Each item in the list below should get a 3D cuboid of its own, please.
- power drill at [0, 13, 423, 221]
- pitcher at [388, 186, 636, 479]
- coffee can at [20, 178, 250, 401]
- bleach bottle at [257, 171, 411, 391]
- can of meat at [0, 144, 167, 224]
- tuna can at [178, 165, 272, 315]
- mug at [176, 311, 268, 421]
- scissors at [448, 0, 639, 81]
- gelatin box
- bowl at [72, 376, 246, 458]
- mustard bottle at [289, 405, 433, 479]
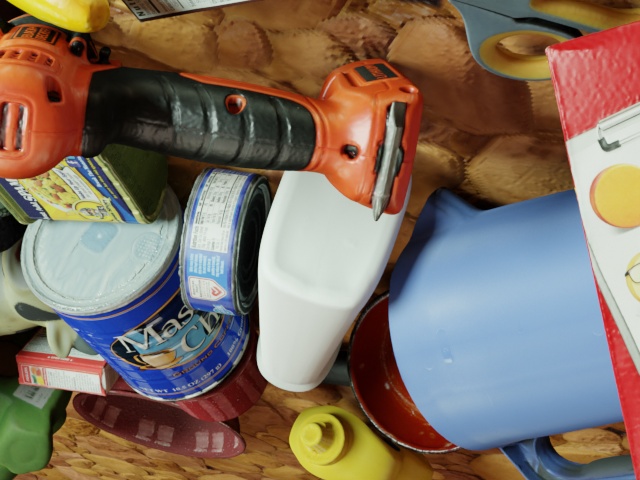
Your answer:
[{"bbox_3d":[-0.058,-0.063,0.479,0.187,0.184,0.057,5,110,-10],"label":"power drill"},{"bbox_3d":[0.168,0.036,0.534,0.243,0.145,0.149,-18,139,41],"label":"pitcher"},{"bbox_3d":[-0.115,0.031,0.693,0.103,0.102,0.140,4,151,19],"label":"coffee can"},{"bbox_3d":[-0.003,0.031,0.667,0.068,0.102,0.251,20,159,2],"label":"bleach bottle"},{"bbox_3d":[-0.142,-0.051,0.604,0.084,0.057,0.102,3,151,16],"label":"can of meat"},{"bbox_3d":[-0.054,0.001,0.626,0.034,0.086,0.086,8,152,9],"label":"tuna can"},{"bbox_3d":[-0.096,0.087,0.804,0.117,0.093,0.081,3,156,13],"label":"mug"},{"bbox_3d":[0.045,-0.097,0.424,0.201,0.016,0.096,5,161,-13],"label":"scissors"},{"bbox_3d":[-0.187,0.084,0.845,0.073,0.089,0.030,6,118,12],"label":"gelatin box"},{"bbox_3d":[-0.140,0.145,0.970,0.162,0.055,0.162,11,153,6],"label":"bowl"},{"bbox_3d":[0.026,0.178,0.903,0.096,0.058,0.191,24,173,27],"label":"mustard bottle"}]
